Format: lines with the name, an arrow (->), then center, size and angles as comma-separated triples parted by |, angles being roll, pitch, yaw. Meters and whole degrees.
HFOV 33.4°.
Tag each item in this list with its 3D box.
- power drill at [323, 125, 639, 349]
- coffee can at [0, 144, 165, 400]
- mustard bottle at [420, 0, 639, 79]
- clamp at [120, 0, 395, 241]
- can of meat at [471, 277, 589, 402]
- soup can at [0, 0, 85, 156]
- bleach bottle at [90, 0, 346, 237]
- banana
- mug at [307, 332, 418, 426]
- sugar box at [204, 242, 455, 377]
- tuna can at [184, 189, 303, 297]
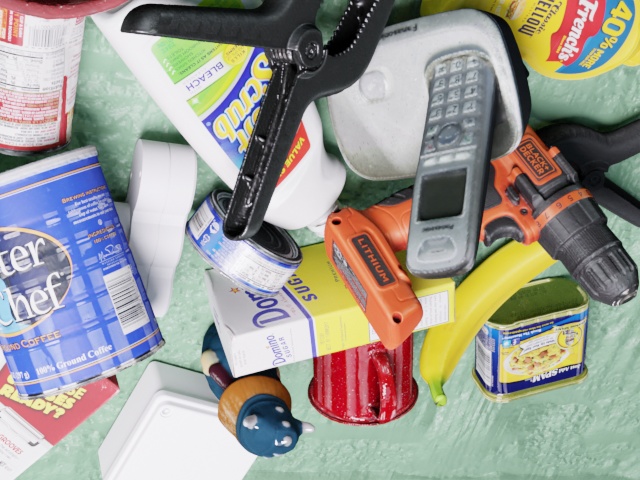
power drill -> 0.111, 0.002, 0.770 | 0.187, 0.184, 0.057 | -27, 154, -14
coffee can -> -0.173, 0.020, 0.699 | 0.102, 0.103, 0.140 | -20, 97, -6
mustard bottle -> 0.173, -0.164, 0.764 | 0.191, 0.058, 0.096 | 12, 127, -26
clamp -> -0.024, -0.124, 0.665 | 0.209, 0.036, 0.164 | -50, 133, -22
can of meat -> 0.185, 0.085, 0.937 | 0.102, 0.057, 0.084 | -13, 124, -11
soup can -> -0.185, -0.113, 0.669 | 0.068, 0.068, 0.102 | 2, 121, -21
bleach bottle -> -0.046, -0.094, 0.735 | 0.102, 0.068, 0.250 | -40, 130, -1
banana -> 0.140, 0.052, 0.881 | 0.197, 0.070, 0.037 | -50, 133, -11
mug -> 0.037, 0.096, 0.859 | 0.093, 0.117, 0.081 | -7, 119, -10
sugar box -> 0.006, 0.042, 0.823 | 0.176, 0.093, 0.048 | -12, 125, -12
tuna can -> -0.055, 0.001, 0.779 | 0.086, 0.086, 0.034 | 29, 107, -32
